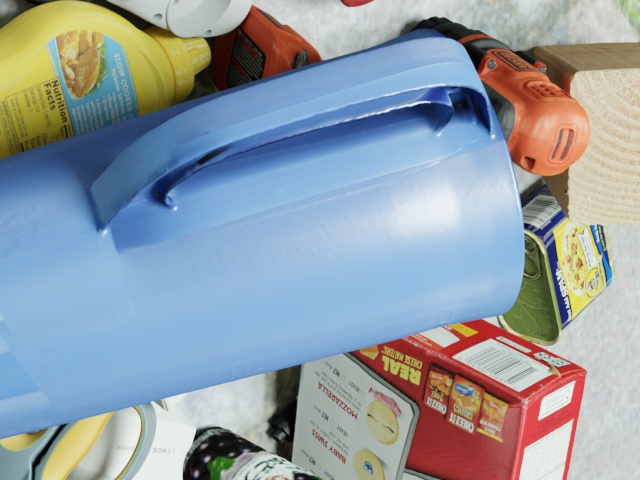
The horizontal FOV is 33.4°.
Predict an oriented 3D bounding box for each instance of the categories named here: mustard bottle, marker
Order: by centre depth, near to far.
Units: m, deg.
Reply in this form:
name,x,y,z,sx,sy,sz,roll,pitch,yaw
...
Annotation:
name,x,y,z,sx,sy,sz,roll,pitch,yaw
mustard bottle,-0.133,-0.064,0.518,0.191,0.058,0.096,-29,127,-33
marker,0.009,0.086,0.704,0.121,0.020,0.020,-47,126,-23

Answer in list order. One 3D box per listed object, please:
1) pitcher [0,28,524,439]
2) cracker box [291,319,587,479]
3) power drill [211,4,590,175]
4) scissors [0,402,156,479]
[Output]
name,x,y,z,sx,sy,sz,roll,pitch,yaw
pitcher,-0.045,-0.004,0.447,0.242,0.145,0.149,-16,115,-13
cracker box,0.061,0.145,0.643,0.071,0.164,0.214,-16,119,-42
power drill,0.037,-0.097,0.612,0.187,0.184,0.057,1,116,-22
scissors,-0.171,0.138,0.550,0.202,0.096,0.016,-42,167,5
